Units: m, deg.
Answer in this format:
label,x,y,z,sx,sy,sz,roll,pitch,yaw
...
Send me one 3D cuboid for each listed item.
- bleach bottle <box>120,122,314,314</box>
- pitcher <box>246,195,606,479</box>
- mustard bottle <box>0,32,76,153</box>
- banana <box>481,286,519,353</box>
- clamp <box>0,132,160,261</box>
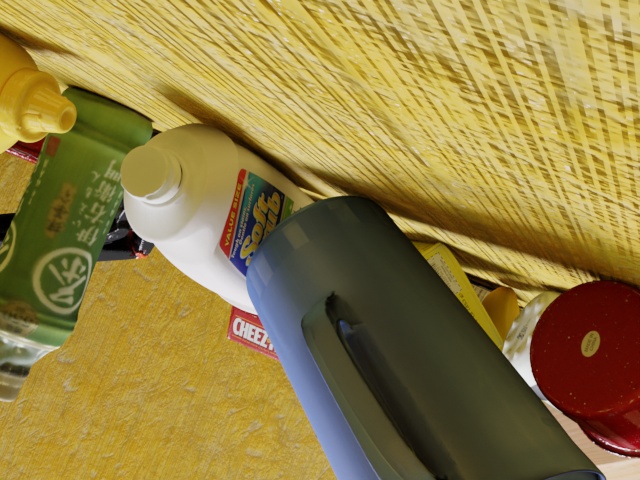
label,x,y,z,sx,sy,sz,roll,pitch,yaw
bleach bottle,-0.068,-0.012,0.692,0.068,0.102,0.250,23,178,16
pitcher,0.044,0.084,0.636,0.144,0.149,0.243,-14,-129,-25
mustard bottle,-0.224,-0.097,0.627,0.192,0.058,0.096,20,145,22
banana,0.151,0.105,0.844,0.069,0.037,0.198,29,-146,-35
clamp,-0.191,-0.016,0.899,0.210,0.164,0.036,91,155,-74
